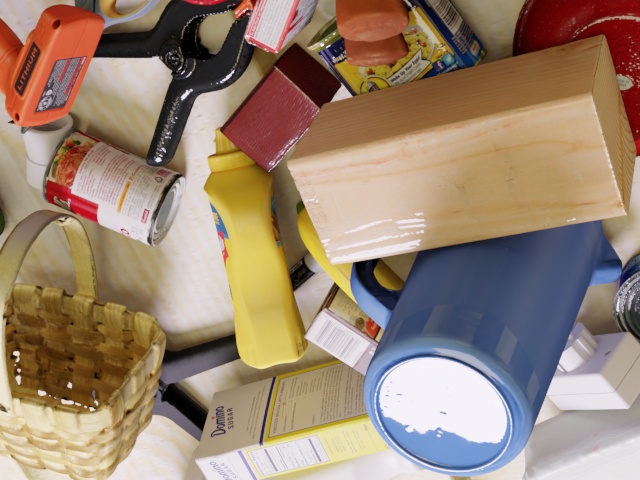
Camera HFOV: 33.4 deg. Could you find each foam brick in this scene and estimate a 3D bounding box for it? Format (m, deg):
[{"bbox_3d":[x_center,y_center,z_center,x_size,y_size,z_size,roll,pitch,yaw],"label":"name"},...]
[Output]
[{"bbox_3d":[-0.030,-0.103,0.825,0.051,0.053,0.078,40,125,-6],"label":"foam brick"}]

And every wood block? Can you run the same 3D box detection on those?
[{"bbox_3d":[0.096,-0.057,0.718,0.206,0.090,0.090,-10,119,26],"label":"wood block"}]

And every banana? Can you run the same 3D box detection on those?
[{"bbox_3d":[0.045,0.033,0.840,0.198,0.069,0.037,46,110,12],"label":"banana"}]

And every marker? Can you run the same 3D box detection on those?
[{"bbox_3d":[-0.035,0.044,0.935,0.020,0.020,0.121,43,124,-9],"label":"marker"}]

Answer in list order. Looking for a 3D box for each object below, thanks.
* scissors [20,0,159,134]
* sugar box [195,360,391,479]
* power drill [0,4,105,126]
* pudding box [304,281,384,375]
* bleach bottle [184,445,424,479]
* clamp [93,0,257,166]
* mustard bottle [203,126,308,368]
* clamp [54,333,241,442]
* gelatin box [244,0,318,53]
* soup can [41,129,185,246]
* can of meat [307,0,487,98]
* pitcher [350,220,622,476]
[{"bbox_3d":[-0.198,-0.177,0.842,0.202,0.016,0.096,-34,87,27],"label":"scissors"},{"bbox_3d":[-0.016,0.156,0.931,0.176,0.093,0.048,-18,118,18],"label":"sugar box"},{"bbox_3d":[-0.255,-0.193,0.826,0.188,0.057,0.185,40,122,17],"label":"power drill"},{"bbox_3d":[0.053,0.074,0.877,0.113,0.090,0.039,34,123,-1],"label":"pudding box"},{"bbox_3d":[0.001,0.202,0.953,0.251,0.102,0.068,-18,124,18],"label":"bleach bottle"},{"bbox_3d":[-0.106,-0.134,0.840,0.172,0.039,0.120,-20,107,31],"label":"clamp"},{"bbox_3d":[-0.056,0.001,0.866,0.058,0.096,0.191,-12,100,-3],"label":"mustard bottle"},{"bbox_3d":[-0.151,0.145,1.026,0.210,0.036,0.164,6,121,12],"label":"clamp"},{"bbox_3d":[-0.017,-0.186,0.758,0.030,0.073,0.089,28,126,3],"label":"gelatin box"},{"bbox_3d":[-0.173,-0.044,0.902,0.102,0.068,0.069,23,124,5],"label":"soup can"},{"bbox_3d":[0.057,-0.139,0.769,0.102,0.057,0.084,-30,108,32],"label":"can of meat"},{"bbox_3d":[0.105,0.045,0.749,0.149,0.242,0.145,-26,106,33],"label":"pitcher"}]
